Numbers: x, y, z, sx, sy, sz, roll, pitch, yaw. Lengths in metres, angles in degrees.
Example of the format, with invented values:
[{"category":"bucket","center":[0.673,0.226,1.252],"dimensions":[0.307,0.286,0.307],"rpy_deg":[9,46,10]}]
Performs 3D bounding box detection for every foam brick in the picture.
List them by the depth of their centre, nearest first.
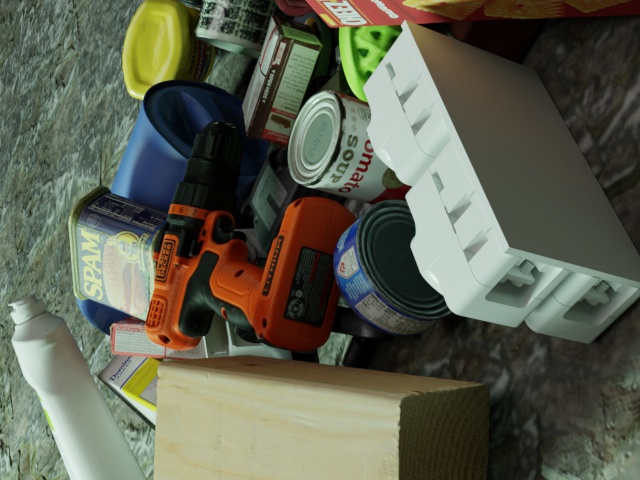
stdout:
[{"category":"foam brick","center":[0.109,-0.160,0.707],"dimensions":[0.051,0.052,0.078],"rpy_deg":[-61,35,25]}]

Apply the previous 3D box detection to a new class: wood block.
[{"category":"wood block","center":[-0.004,0.127,0.677],"dimensions":[0.207,0.090,0.090],"rpy_deg":[1,89,43]}]

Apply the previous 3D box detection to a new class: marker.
[{"category":"marker","center":[0.010,0.120,0.789],"dimensions":[0.121,0.020,0.020],"rpy_deg":[-65,32,19]}]

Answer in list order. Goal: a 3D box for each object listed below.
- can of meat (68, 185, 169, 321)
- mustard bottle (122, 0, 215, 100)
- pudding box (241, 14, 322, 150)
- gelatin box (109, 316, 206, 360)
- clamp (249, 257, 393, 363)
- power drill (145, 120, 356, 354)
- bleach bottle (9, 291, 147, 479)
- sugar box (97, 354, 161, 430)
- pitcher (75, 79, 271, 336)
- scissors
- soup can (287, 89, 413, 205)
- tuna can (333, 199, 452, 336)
[{"category":"can of meat","center":[-0.160,0.015,0.904],"dimensions":[0.084,0.057,0.102],"rpy_deg":[19,126,20]},{"category":"mustard bottle","center":[-0.144,-0.187,1.067],"dimensions":[0.191,0.058,0.096],"rpy_deg":[-54,-25,-81]},{"category":"pudding box","center":[-0.034,-0.134,0.888],"dimensions":[0.113,0.039,0.090],"rpy_deg":[-103,31,-70]},{"category":"gelatin box","center":[-0.133,0.084,0.945],"dimensions":[0.073,0.089,0.030],"rpy_deg":[-19,-67,-81]},{"category":"clamp","center":[-0.006,0.059,0.783],"dimensions":[0.120,0.039,0.171],"rpy_deg":[-52,45,25]},{"category":"power drill","center":[-0.055,0.001,0.789],"dimensions":[0.188,0.057,0.184],"rpy_deg":[8,85,53]},{"category":"bleach bottle","center":[-0.217,0.166,0.971],"dimensions":[0.251,0.068,0.103],"rpy_deg":[67,158,-6]},{"category":"sugar box","center":[-0.121,0.146,0.921],"dimensions":[0.048,0.093,0.176],"rpy_deg":[-48,26,-16]},{"category":"pitcher","center":[-0.142,-0.026,1.005],"dimensions":[0.145,0.149,0.243],"rpy_deg":[45,125,19]},{"category":"scissors","center":[-0.016,-0.218,0.972],"dimensions":[0.096,0.016,0.202],"rpy_deg":[-32,52,50]},{"category":"soup can","center":[0.037,-0.058,0.734],"dimensions":[0.069,0.102,0.068],"rpy_deg":[-31,53,50]},{"category":"tuna can","center":[0.051,0.019,0.696],"dimensions":[0.034,0.086,0.086],"rpy_deg":[-42,44,47]}]
